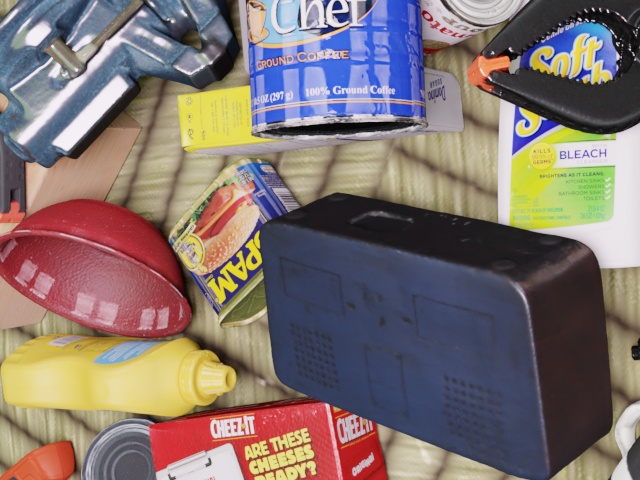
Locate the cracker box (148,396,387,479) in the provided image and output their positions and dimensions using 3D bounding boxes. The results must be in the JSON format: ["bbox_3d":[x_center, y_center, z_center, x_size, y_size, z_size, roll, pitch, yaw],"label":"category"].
[{"bbox_3d":[-0.027,0.226,0.782,0.164,0.072,0.214,-12,86,30],"label":"cracker box"}]

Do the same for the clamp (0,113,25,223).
[{"bbox_3d":[-0.270,-0.094,0.817,0.171,0.039,0.120,50,120,13],"label":"clamp"}]

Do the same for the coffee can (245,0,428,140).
[{"bbox_3d":[0.007,-0.132,0.611,0.103,0.102,0.140,-2,91,31],"label":"coffee can"}]

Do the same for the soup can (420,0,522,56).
[{"bbox_3d":[0.074,-0.155,0.670,0.102,0.068,0.068,172,91,-66],"label":"soup can"}]

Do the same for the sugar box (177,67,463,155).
[{"bbox_3d":[-0.001,-0.088,0.732,0.176,0.093,0.048,-6,90,30],"label":"sugar box"}]

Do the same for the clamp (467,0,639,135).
[{"bbox_3d":[0.190,-0.103,0.597,0.210,0.036,0.164,-18,87,-6],"label":"clamp"}]

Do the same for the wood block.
[{"bbox_3d":[-0.248,-0.032,0.883,0.090,0.090,0.206,40,112,22],"label":"wood block"}]

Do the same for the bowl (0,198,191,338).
[{"bbox_3d":[-0.170,0.015,0.828,0.162,0.162,0.055,-3,56,31],"label":"bowl"}]

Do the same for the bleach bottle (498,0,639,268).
[{"bbox_3d":[0.152,-0.108,0.658,0.103,0.068,0.251,-3,90,31],"label":"bleach bottle"}]

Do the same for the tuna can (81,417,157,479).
[{"bbox_3d":[-0.146,0.185,0.850,0.086,0.033,0.086,-4,71,12],"label":"tuna can"}]

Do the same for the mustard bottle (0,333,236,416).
[{"bbox_3d":[-0.148,0.104,0.830,0.192,0.096,0.058,-2,95,31],"label":"mustard bottle"}]

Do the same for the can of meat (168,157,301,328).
[{"bbox_3d":[-0.055,0.001,0.792,0.102,0.057,0.084,-45,69,25],"label":"can of meat"}]
